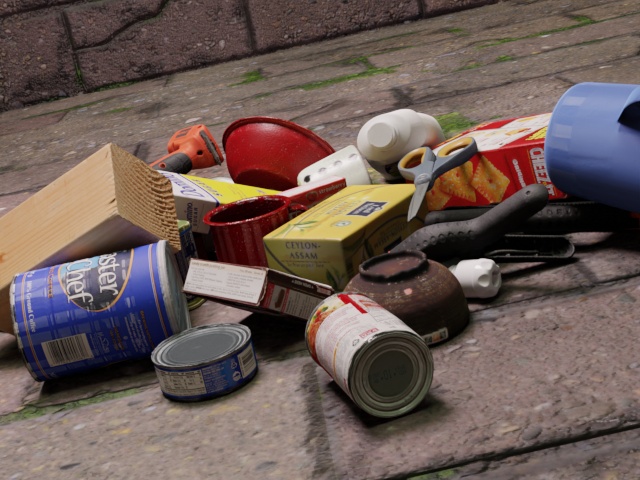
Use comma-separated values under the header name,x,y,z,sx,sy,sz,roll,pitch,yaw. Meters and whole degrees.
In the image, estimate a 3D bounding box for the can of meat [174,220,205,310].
name,x,y,z,sx,sy,sz,roll,pitch,yaw
can of meat,-0.173,0.027,1.108,0.102,0.084,0.057,-4,19,26

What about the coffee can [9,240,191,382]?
name,x,y,z,sx,sy,sz,roll,pitch,yaw
coffee can,-0.197,0.064,0.972,0.140,0.103,0.103,-13,17,0

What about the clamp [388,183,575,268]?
name,x,y,z,sx,sy,sz,roll,pitch,yaw
clamp,0.141,-0.002,0.967,0.171,0.120,0.039,-13,52,10

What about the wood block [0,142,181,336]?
name,x,y,z,sx,sy,sz,roll,pitch,yaw
wood block,-0.246,0.005,1.045,0.206,0.090,0.091,-30,52,23

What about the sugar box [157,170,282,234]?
name,x,y,z,sx,sy,sz,roll,pitch,yaw
sugar box,-0.110,-0.037,1.196,0.176,0.048,0.093,11,16,-29

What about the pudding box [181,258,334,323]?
name,x,y,z,sx,sy,sz,roll,pitch,yaw
pudding box,-0.057,0.047,0.971,0.089,0.039,0.114,19,-11,-43

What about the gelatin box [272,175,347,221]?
name,x,y,z,sx,sy,sz,roll,pitch,yaw
gelatin box,-0.009,-0.024,1.176,0.089,0.073,0.030,-19,18,-22

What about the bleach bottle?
name,x,y,z,sx,sy,sz,roll,pitch,yaw
bleach bottle,0.088,-0.117,1.285,0.103,0.068,0.250,-23,-3,14

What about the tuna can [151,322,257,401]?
name,x,y,z,sx,sy,sz,roll,pitch,yaw
tuna can,-0.097,0.102,0.898,0.086,0.034,0.086,-11,17,3

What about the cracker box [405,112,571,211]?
name,x,y,z,sx,sy,sz,roll,pitch,yaw
cracker box,0.224,-0.091,1.195,0.163,0.072,0.214,-27,15,-39

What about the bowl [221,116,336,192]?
name,x,y,z,sx,sy,sz,roll,pitch,yaw
bowl,-0.055,-0.083,1.333,0.162,0.162,0.055,-1,55,32

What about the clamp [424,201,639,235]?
name,x,y,z,sx,sy,sz,roll,pitch,yaw
clamp,0.204,-0.022,1.044,0.210,0.036,0.164,-1,4,19

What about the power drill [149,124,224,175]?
name,x,y,z,sx,sy,sz,roll,pitch,yaw
power drill,-0.226,-0.072,1.346,0.187,0.057,0.185,-38,20,-25

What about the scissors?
name,x,y,z,sx,sy,sz,roll,pitch,yaw
scissors,0.122,-0.067,1.081,0.096,0.016,0.202,-22,18,6

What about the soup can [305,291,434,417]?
name,x,y,z,sx,sy,sz,roll,pitch,yaw
soup can,0.036,0.084,0.803,0.068,0.068,0.102,-17,18,-14

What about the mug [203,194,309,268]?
name,x,y,z,sx,sy,sz,roll,pitch,yaw
mug,-0.057,0.001,1.113,0.117,0.081,0.093,-20,18,-23
